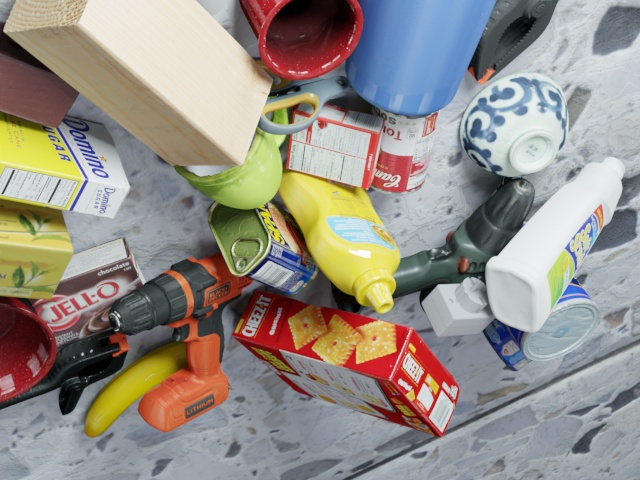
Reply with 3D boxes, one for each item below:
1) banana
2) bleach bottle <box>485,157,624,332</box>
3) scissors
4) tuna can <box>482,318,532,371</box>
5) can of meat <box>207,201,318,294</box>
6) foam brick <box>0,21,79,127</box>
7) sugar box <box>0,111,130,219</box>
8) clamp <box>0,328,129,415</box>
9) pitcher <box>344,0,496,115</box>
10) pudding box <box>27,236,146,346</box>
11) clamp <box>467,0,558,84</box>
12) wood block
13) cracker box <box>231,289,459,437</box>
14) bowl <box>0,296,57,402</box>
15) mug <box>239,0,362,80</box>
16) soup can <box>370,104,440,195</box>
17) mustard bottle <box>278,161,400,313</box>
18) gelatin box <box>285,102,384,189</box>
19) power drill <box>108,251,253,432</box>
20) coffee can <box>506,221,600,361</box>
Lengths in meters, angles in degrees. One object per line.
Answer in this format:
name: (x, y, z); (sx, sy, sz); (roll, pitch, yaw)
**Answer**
banana: (-0.204, 0.166, 1.232); (0.198, 0.037, 0.069); (-32, 138, 6)
bleach bottle: (0.277, -0.015, 1.207); (0.250, 0.068, 0.102); (-48, 143, -30)
scissors: (-0.001, -0.155, 1.008); (0.201, 0.096, 0.016); (-36, 162, -42)
tuna can: (0.244, 0.129, 1.398); (0.034, 0.086, 0.086); (-37, 139, 13)
can of meat: (-0.057, 0.001, 1.090); (0.057, 0.102, 0.083); (-43, 139, 18)
foam brick: (-0.243, -0.136, 0.880); (0.078, 0.053, 0.051); (16, 124, -40)
sugar box: (-0.257, -0.075, 0.907); (0.175, 0.093, 0.048); (8, 129, -35)
clamp: (-0.276, 0.143, 1.140); (0.172, 0.039, 0.120); (-41, 155, 32)
pitcher: (0.103, -0.235, 0.920); (0.149, 0.145, 0.243); (1, 137, -13)
pudding box: (-0.237, 0.053, 1.094); (0.113, 0.039, 0.090); (-22, 140, -6)
clamp: (0.195, -0.235, 1.009); (0.164, 0.036, 0.210); (-4, 141, -46)
wood block: (-0.141, -0.150, 0.870); (0.090, 0.090, 0.205); (3, 156, 36)
cracker box: (0.032, 0.136, 1.204); (0.164, 0.214, 0.072); (50, 60, -49)
bowl: (-0.348, 0.098, 1.065); (0.162, 0.055, 0.162); (-12, 138, -12)
mug: (-0.015, -0.207, 0.908); (0.093, 0.081, 0.117); (15, 124, -39)
soup can: (0.081, -0.105, 1.077); (0.068, 0.068, 0.102); (-11, 136, -19)
mustard bottle: (0.027, -0.002, 1.060); (0.096, 0.192, 0.058); (12, 126, -37)
gelatin box: (0.013, -0.096, 1.049); (0.089, 0.030, 0.073); (16, 134, 7)
power drill: (-0.148, 0.109, 1.126); (0.184, 0.057, 0.188); (-23, 135, -42)
coffee can: (0.258, 0.061, 1.291); (0.102, 0.140, 0.103); (-15, 138, -14)
